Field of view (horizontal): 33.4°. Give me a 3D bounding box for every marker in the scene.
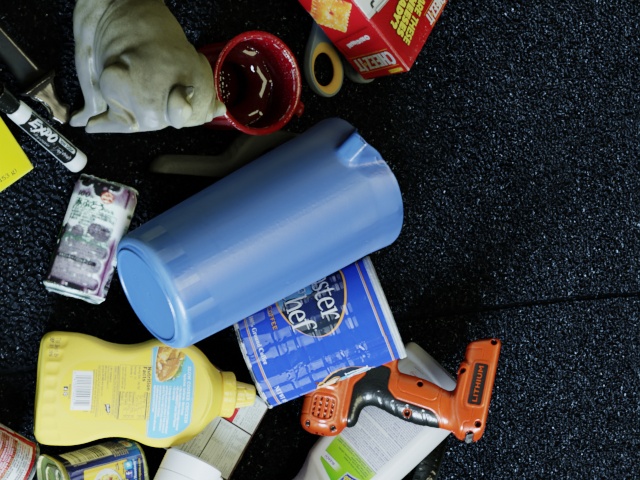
[{"bbox_3d":[-0.236,-0.094,0.889,0.020,0.020,0.121,-63,147,-14],"label":"marker"}]

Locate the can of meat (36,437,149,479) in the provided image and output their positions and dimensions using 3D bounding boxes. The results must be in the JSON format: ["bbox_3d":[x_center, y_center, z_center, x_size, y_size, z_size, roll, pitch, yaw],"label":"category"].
[{"bbox_3d":[-0.200,0.232,0.951,0.083,0.058,0.102,-9,100,-37],"label":"can of meat"}]

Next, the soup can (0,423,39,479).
[{"bbox_3d":[-0.291,0.170,0.872,0.102,0.069,0.068,42,70,-30],"label":"soup can"}]

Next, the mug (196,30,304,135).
[{"bbox_3d":[-0.069,-0.141,0.994,0.117,0.082,0.093,18,83,-35],"label":"mug"}]

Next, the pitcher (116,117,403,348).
[{"bbox_3d":[-0.056,0.001,0.958,0.242,0.145,0.149,-29,115,-29],"label":"pitcher"}]

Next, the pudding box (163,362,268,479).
[{"bbox_3d":[-0.114,0.165,1.017,0.113,0.039,0.090,38,74,-29],"label":"pudding box"}]

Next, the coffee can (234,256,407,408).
[{"bbox_3d":[-0.001,0.087,1.015,0.140,0.103,0.103,-21,109,1],"label":"coffee can"}]

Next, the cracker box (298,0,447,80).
[{"bbox_3d":[0.036,-0.292,1.051,0.213,0.072,0.164,47,58,-30],"label":"cracker box"}]

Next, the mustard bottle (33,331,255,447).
[{"bbox_3d":[-0.151,0.133,0.941,0.191,0.058,0.096,5,85,-17],"label":"mustard bottle"}]

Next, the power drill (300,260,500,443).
[{"bbox_3d":[0.083,0.119,1.080,0.057,0.188,0.184,65,36,-72],"label":"power drill"}]

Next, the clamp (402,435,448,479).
[{"bbox_3d":[0.095,0.288,1.132,0.036,0.165,0.210,22,70,2],"label":"clamp"}]

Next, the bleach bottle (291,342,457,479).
[{"bbox_3d":[0.036,0.220,1.106,0.250,0.103,0.068,-37,153,-20],"label":"bleach bottle"}]

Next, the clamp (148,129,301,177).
[{"bbox_3d":[-0.078,-0.048,1.025,0.171,0.039,0.120,-25,119,-29],"label":"clamp"}]

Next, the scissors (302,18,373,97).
[{"bbox_3d":[-0.010,-0.230,1.069,0.096,0.016,0.201,-49,119,-22],"label":"scissors"}]
